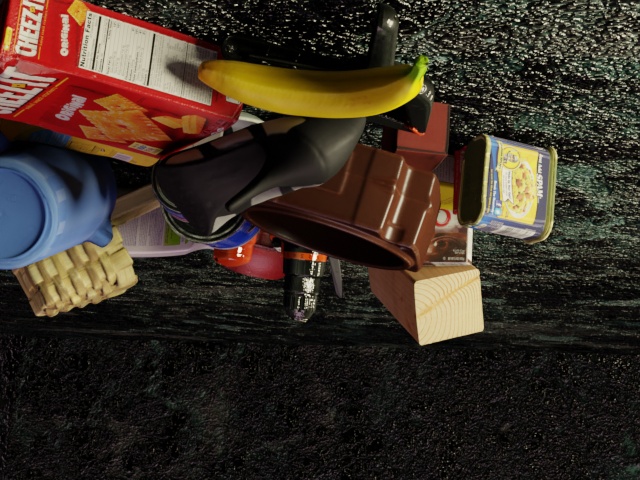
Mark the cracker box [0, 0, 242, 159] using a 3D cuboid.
[{"bbox_3d":[-0.195,-0.137,0.923,0.213,0.072,0.164,12,166,-32],"label":"cracker box"}]

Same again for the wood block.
[{"bbox_3d":[0.137,0.055,1.450,0.090,0.090,0.206,-11,-161,-12],"label":"wood block"}]

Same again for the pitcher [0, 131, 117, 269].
[{"bbox_3d":[-0.307,-0.048,1.111,0.149,0.145,0.243,2,-172,-1],"label":"pitcher"}]

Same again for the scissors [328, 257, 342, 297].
[{"bbox_3d":[-0.004,-0.005,1.400,0.096,0.016,0.202,19,137,9],"label":"scissors"}]

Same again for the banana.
[{"bbox_3d":[0.001,-0.126,0.852,0.198,0.037,0.069,1,147,23],"label":"banana"}]

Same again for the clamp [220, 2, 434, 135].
[{"bbox_3d":[0.026,-0.139,0.915,0.165,0.036,0.209,0,164,29],"label":"clamp"}]

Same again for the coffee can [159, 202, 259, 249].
[{"bbox_3d":[-0.120,-0.044,1.228,0.103,0.103,0.140,4,177,4],"label":"coffee can"}]

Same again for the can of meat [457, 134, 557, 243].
[{"bbox_3d":[0.193,-0.054,1.111,0.083,0.102,0.058,11,167,-20],"label":"can of meat"}]

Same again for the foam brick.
[{"bbox_3d":[0.092,-0.101,1.044,0.053,0.051,0.078,5,169,-8],"label":"foam brick"}]

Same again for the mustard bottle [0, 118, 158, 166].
[{"bbox_3d":[-0.255,-0.119,1.070,0.191,0.058,0.096,9,174,-22],"label":"mustard bottle"}]

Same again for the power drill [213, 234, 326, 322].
[{"bbox_3d":[-0.059,0.002,1.325,0.057,0.184,0.188,9,178,-40],"label":"power drill"}]

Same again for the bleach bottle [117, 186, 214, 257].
[{"bbox_3d":[-0.218,-0.016,1.453,0.250,0.102,0.068,6,-171,-8],"label":"bleach bottle"}]

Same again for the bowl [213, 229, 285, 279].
[{"bbox_3d":[-0.095,0.019,1.565,0.162,0.055,0.162,14,-173,-2],"label":"bowl"}]

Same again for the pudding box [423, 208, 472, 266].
[{"bbox_3d":[0.138,-0.013,1.364,0.114,0.090,0.039,0,170,17],"label":"pudding box"}]
